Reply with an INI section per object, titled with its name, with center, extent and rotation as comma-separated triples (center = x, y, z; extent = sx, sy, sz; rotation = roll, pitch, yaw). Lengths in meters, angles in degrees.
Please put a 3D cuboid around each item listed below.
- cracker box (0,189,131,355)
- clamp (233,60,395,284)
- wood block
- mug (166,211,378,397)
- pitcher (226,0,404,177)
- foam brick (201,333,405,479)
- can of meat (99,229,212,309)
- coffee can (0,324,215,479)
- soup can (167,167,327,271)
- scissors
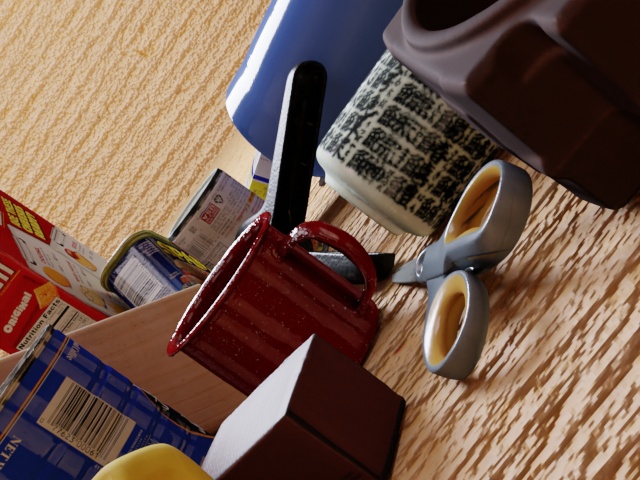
[cracker box]
center = -0.194, 0.057, 0.841
extent = 0.072, 0.213, 0.164
rotation = -52, 24, 4
[clamp]
center = -0.019, 0.012, 0.695
extent = 0.210, 0.036, 0.164
rotation = -63, 36, 39
[wood block]
center = -0.150, 0.111, 0.639
extent = 0.205, 0.090, 0.091
rotation = -21, -13, -39
[mug]
center = -0.016, 0.037, 0.566
extent = 0.117, 0.081, 0.093
rotation = -48, 12, 30
[pitcher]
center = 0.033, -0.173, 0.726
extent = 0.144, 0.149, 0.243
rotation = -36, -21, -50
[foam brick]
center = -0.010, 0.090, 0.451
extent = 0.078, 0.053, 0.051
rotation = -46, 13, 33
[can of meat]
center = -0.104, 0.046, 0.812
extent = 0.057, 0.084, 0.102
rotation = -52, -31, 5
[coffee can]
center = -0.107, 0.123, 0.531
extent = 0.103, 0.140, 0.103
rotation = -52, 11, 13
[soup can]
center = -0.055, 0.001, 0.802
extent = 0.068, 0.102, 0.068
rotation = -52, 10, 13
[scissors]
center = 0.050, 0.027, 0.480
extent = 0.202, 0.016, 0.096
rotation = 120, 166, -68
